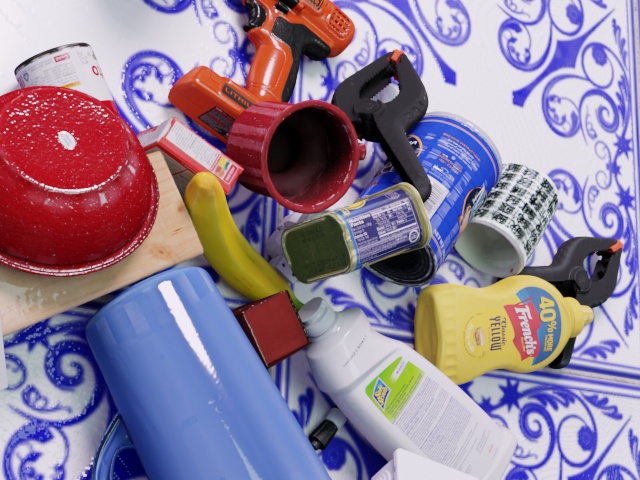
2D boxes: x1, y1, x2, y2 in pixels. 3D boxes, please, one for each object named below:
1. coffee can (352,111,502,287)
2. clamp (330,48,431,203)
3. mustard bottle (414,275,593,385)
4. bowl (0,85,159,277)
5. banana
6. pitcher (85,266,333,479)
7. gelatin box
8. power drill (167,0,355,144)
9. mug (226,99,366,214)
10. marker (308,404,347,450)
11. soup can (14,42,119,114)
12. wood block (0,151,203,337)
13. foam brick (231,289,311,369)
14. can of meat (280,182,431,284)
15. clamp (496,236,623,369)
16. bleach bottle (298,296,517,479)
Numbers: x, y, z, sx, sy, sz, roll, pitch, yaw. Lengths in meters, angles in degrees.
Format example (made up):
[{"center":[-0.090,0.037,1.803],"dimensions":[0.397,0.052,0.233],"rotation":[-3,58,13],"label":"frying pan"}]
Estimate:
[{"center":[0.097,-0.040,1.018],"dimensions":[0.102,0.103,0.140],"rotation":[46,58,-15],"label":"coffee can"},{"center":[0.055,-0.108,1.001],"dimensions":[0.209,0.165,0.036],"rotation":[-56,149,-38],"label":"clamp"},{"center":[0.187,0.084,1.052],"dimensions":[0.191,0.058,0.096],"rotation":[-5,96,-25],"label":"mustard bottle"},{"center":[-0.187,-0.056,0.758],"dimensions":[0.162,0.055,0.162],"rotation":[12,54,-17],"label":"bowl"},{"center":[-0.070,0.004,0.898],"dimensions":[0.197,0.070,0.037],"rotation":[52,45,-44],"label":"banana"},{"center":[-0.092,0.152,0.817],"dimensions":[0.149,0.145,0.243],"rotation":[-14,72,-54],"label":"pitcher"},{"center":[-0.115,-0.065,0.892],"dimensions":[0.073,0.089,0.030],"rotation":[37,70,-21],"label":"gelatin box"},{"center":[-0.066,-0.187,0.975],"dimensions":[0.184,0.057,0.187],"rotation":[35,61,-21],"label":"power drill"},{"center":[-0.017,-0.076,0.902],"dimensions":[0.117,0.082,0.093],"rotation":[-8,104,-30],"label":"mug"},{"center":[0.028,0.146,0.976],"dimensions":[0.020,0.020,0.121],"rotation":[51,57,-12],"label":"marker"},{"center":[-0.197,-0.099,0.860],"dimensions":[0.068,0.069,0.102],"rotation":[-22,90,-35],"label":"soup can"},{"center":[-0.207,0.012,0.812],"dimensions":[0.205,0.091,0.090],"rotation":[-24,92,-35],"label":"wood block"},{"center":[-0.056,0.080,0.902],"dimensions":[0.052,0.078,0.051],"rotation":[-27,93,-37],"label":"foam brick"},{"center":[0.027,-0.003,0.892],"dimensions":[0.083,0.102,0.057],"rotation":[-20,90,-33],"label":"can of meat"},{"center":[0.262,0.041,1.146],"dimensions":[0.120,0.039,0.171],"rotation":[53,57,-15],"label":"clamp"},{"center":[0.072,0.138,0.959],"dimensions":[0.250,0.068,0.102],"rotation":[48,59,-23],"label":"bleach bottle"}]
